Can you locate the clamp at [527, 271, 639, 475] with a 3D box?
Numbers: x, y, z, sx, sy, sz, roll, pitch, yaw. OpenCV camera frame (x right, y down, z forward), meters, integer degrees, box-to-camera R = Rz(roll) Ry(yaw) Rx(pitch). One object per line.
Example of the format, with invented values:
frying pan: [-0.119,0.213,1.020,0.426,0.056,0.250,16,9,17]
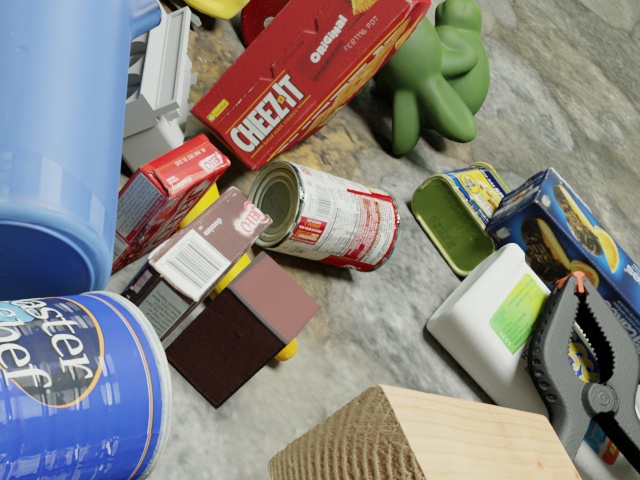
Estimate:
clamp: [0.215,0.129,0.813,0.164,0.036,0.210,8,69,-19]

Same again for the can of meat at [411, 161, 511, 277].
can of meat: [0.141,-0.019,0.981,0.083,0.058,0.102,-14,64,-52]

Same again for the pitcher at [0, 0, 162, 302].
pitcher: [-0.186,-0.072,0.624,0.144,0.149,0.243,37,33,-41]

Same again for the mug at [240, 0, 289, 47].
mug: [-0.024,-0.211,0.981,0.081,0.093,0.117,-9,65,-46]

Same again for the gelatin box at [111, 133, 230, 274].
gelatin box: [-0.105,-0.021,0.674,0.030,0.089,0.073,47,32,3]

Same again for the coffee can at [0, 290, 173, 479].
coffee can: [-0.154,0.079,0.494,0.140,0.103,0.103,-2,55,-49]

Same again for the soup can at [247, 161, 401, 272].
soup can: [0.002,-0.017,0.812,0.102,0.069,0.068,14,43,-39]

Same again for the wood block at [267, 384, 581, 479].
wood block: [0.077,0.155,0.646,0.205,0.091,0.090,19,39,-51]

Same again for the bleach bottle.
bleach bottle: [0.205,0.126,0.867,0.251,0.068,0.102,47,59,0]

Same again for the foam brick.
foam brick: [-0.050,0.056,0.663,0.051,0.078,0.052,45,34,-1]

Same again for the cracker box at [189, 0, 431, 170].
cracker box: [0.004,-0.144,0.819,0.072,0.164,0.213,44,16,-2]

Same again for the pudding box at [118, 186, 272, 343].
pudding box: [-0.086,0.025,0.644,0.039,0.090,0.113,43,33,0]
